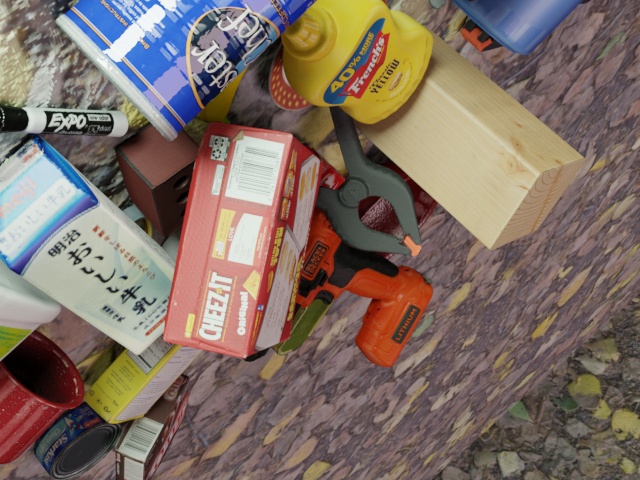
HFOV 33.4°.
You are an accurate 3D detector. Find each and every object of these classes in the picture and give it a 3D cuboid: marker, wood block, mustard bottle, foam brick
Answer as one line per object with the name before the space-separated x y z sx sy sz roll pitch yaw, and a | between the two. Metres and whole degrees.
marker | -0.179 -0.081 0.727 0.120 0.020 0.020 -6 136 -57
wood block | 0.124 -0.099 0.976 0.090 0.206 0.091 -19 146 -48
mustard bottle | 0.021 -0.149 0.842 0.096 0.058 0.191 -52 158 15
foam brick | -0.121 -0.050 0.839 0.053 0.051 0.078 -37 157 -17

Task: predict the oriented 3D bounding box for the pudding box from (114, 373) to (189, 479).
pudding box | -0.180 0.205 1.149 0.090 0.039 0.113 103 13 -52

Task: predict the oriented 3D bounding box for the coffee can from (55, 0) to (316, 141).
coffee can | -0.080 -0.147 0.673 0.140 0.103 0.102 -44 158 -3

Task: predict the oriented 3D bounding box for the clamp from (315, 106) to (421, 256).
clamp | 0.031 -0.056 0.973 0.120 0.171 0.039 -56 -177 13

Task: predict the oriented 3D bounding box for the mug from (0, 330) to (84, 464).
mug | -0.255 0.123 0.882 0.081 0.093 0.117 -45 -165 13

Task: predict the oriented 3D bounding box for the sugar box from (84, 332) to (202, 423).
sugar box | -0.149 0.102 1.058 0.176 0.048 0.093 -50 168 5

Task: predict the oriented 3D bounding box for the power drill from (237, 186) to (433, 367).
power drill | 0.015 0.060 1.058 0.187 0.057 0.184 31 90 -40

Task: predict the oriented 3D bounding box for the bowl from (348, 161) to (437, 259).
bowl | 0.061 -0.034 1.183 0.162 0.055 0.162 -37 157 -19

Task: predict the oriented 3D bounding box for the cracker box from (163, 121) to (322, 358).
cracker box | -0.056 0.001 0.854 0.213 0.072 0.164 11 90 -84

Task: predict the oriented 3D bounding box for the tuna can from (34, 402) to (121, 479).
tuna can | -0.248 0.205 1.091 0.086 0.034 0.086 -37 157 -19
